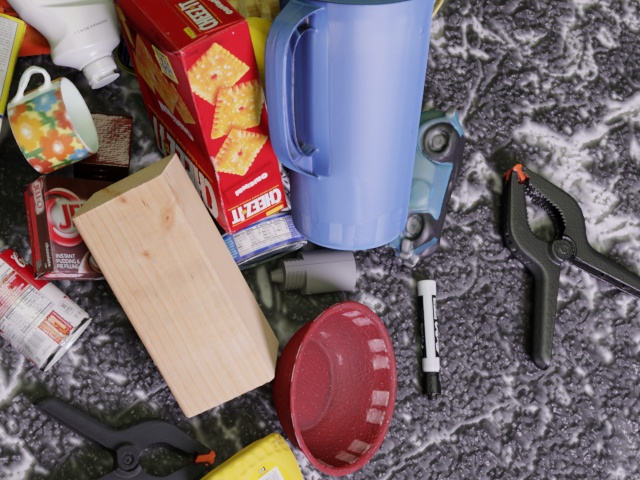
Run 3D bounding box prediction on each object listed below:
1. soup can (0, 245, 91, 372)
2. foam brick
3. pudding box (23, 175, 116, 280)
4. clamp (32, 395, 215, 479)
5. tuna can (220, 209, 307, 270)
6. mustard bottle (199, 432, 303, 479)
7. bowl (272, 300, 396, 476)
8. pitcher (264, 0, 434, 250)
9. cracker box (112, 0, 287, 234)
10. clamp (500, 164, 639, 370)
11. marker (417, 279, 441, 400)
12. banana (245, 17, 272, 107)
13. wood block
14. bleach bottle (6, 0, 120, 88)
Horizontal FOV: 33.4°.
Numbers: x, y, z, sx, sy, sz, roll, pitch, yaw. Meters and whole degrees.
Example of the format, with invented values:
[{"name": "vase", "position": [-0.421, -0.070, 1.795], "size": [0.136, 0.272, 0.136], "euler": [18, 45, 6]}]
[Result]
[{"name": "soup can", "position": [-0.268, 0.062, 0.971], "size": [0.102, 0.069, 0.068], "euler": [41, 71, -2]}, {"name": "foam brick", "position": [-0.207, -0.085, 1.016], "size": [0.053, 0.078, 0.051], "euler": [4, 77, -11]}, {"name": "pudding box", "position": [-0.215, -0.009, 0.988], "size": [0.113, 0.039, 0.090], "euler": [4, 74, -51]}, {"name": "clamp", "position": [-0.184, 0.211, 0.971], "size": [0.171, 0.039, 0.120], "euler": [10, 76, -11]}, {"name": "tuna can", "position": [-0.057, 0.001, 1.027], "size": [0.086, 0.086, 0.034], "euler": [-19, 84, -17]}, {"name": "mustard bottle", "position": [-0.029, 0.280, 0.979], "size": [0.096, 0.058, 0.191], "euler": [-29, 85, -42]}, {"name": "bowl", "position": [0.005, 0.136, 1.002], "size": [0.161, 0.055, 0.162], "euler": [1, 89, -51]}, {"name": "pitcher", "position": [0.021, -0.114, 0.933], "size": [0.149, 0.145, 0.243], "euler": [-3, 120, -7]}, {"name": "cracker box", "position": [-0.112, -0.134, 0.952], "size": [0.072, 0.214, 0.164], "euler": [-27, 49, -16]}, {"name": "clamp", "position": [0.260, 0.013, 1.126], "size": [0.164, 0.036, 0.210], "euler": [-19, 82, -16]}, {"name": "marker", "position": [0.110, 0.101, 1.078], "size": [0.020, 0.020, 0.121], "euler": [1, 77, -13]}, {"name": "banana", "position": [-0.051, -0.140, 1.007], "size": [0.070, 0.198, 0.037], "euler": [14, 52, 17]}, {"name": "wood block", "position": [-0.124, 0.040, 0.954], "size": [0.090, 0.091, 0.206], "euler": [-25, 104, 9]}, {"name": "bleach bottle", "position": [-0.268, -0.255, 0.995], "size": [0.102, 0.068, 0.251], "euler": [-29, 92, -18]}]
